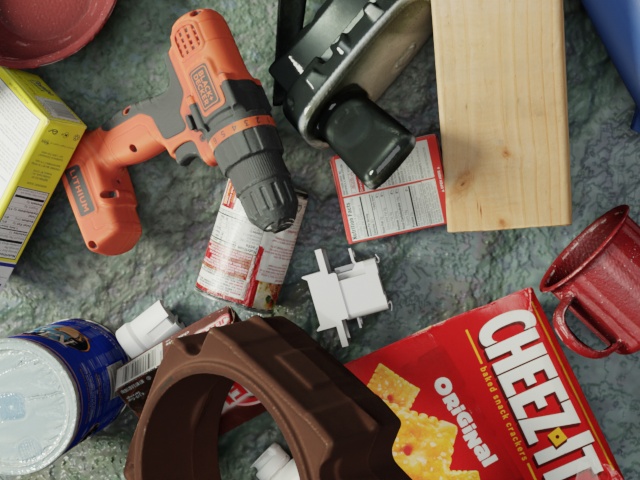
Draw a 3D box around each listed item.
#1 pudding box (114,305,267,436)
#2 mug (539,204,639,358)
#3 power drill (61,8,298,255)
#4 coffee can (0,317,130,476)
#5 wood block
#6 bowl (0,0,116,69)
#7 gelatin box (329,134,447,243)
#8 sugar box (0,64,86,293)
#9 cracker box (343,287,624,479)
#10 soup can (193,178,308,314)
[{"bbox_3d":[-0.097,0.117,0.871,0.113,0.039,0.090,-28,118,8],"label":"pudding box"},{"bbox_3d":[0.223,0.041,0.814,0.081,0.093,0.117,44,62,-1],"label":"mug"},{"bbox_3d":[-0.114,-0.060,0.836,0.188,0.057,0.184,-30,74,27],"label":"power drill"},{"bbox_3d":[-0.220,0.120,0.855,0.103,0.140,0.103,0,93,7],"label":"coffee can"},{"bbox_3d":[0.132,-0.118,0.777,0.090,0.090,0.206,-4,104,10],"label":"wood block"},{"bbox_3d":[-0.237,-0.216,0.879,0.162,0.055,0.162,0,86,2],"label":"bowl"},{"bbox_3d":[0.058,-0.042,0.868,0.089,0.030,0.073,-12,92,8],"label":"gelatin box"},{"bbox_3d":[-0.264,-0.044,0.872,0.093,0.048,0.176,44,112,37],"label":"sugar box"},{"bbox_3d":[0.097,0.153,0.817,0.213,0.072,0.164,-23,74,0],"label":"cracker box"},{"bbox_3d":[-0.056,0.001,0.865,0.068,0.068,0.102,18,94,6],"label":"soup can"}]
